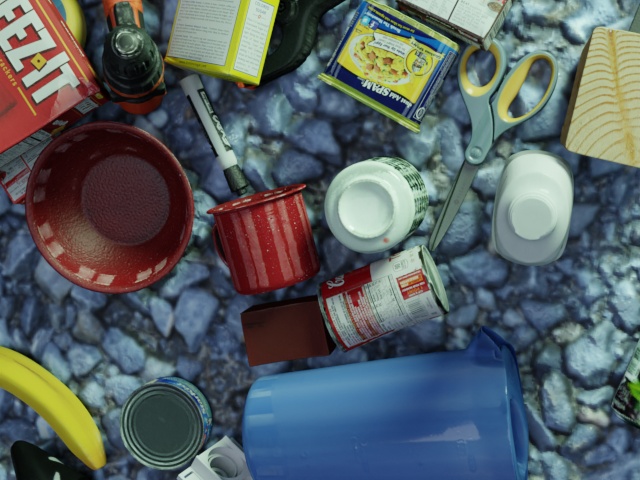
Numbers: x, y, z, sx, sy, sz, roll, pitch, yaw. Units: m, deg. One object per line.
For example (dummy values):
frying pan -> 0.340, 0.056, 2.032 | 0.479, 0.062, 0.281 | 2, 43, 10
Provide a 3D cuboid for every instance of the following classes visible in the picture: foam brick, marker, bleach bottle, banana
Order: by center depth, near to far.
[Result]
bleach bottle -> 0.165, -0.019, 0.834 | 0.068, 0.250, 0.102 | 7, 97, 11
foam brick -> -0.028, 0.082, 0.988 | 0.078, 0.051, 0.053 | -9, 93, 12
marker -> -0.098, -0.098, 1.000 | 0.020, 0.020, 0.121 | -25, 90, 13
banana -> -0.289, 0.154, 1.062 | 0.198, 0.037, 0.070 | 28, 120, 9

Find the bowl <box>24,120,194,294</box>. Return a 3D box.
bowl -> -0.191, -0.034, 1.003 | 0.162, 0.055, 0.162 | 2, 102, 7

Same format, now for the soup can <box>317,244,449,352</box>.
soup can -> 0.057, 0.052, 0.959 | 0.102, 0.068, 0.068 | -22, 91, 13

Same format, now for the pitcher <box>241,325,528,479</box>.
pitcher -> 0.061, 0.175, 0.944 | 0.243, 0.145, 0.149 | -7, 55, 16

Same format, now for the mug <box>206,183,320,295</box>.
mug -> -0.056, 0.001, 0.974 | 0.117, 0.093, 0.081 | -8, 100, 43

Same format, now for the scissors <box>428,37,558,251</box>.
scissors -> 0.129, -0.096, 0.954 | 0.096, 0.016, 0.202 | 41, 102, 7

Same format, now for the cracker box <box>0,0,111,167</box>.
cracker box -> -0.321, -0.141, 0.940 | 0.213, 0.072, 0.164 | -32, 93, -1

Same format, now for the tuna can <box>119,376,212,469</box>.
tuna can -> -0.149, 0.176, 1.032 | 0.086, 0.033, 0.086 | 1, 96, 12

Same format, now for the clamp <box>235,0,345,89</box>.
clamp -> -0.034, -0.219, 0.965 | 0.172, 0.039, 0.120 | -49, 69, 14

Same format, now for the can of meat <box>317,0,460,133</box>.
can of meat -> 0.062, -0.155, 0.942 | 0.102, 0.057, 0.084 | 30, 99, 7

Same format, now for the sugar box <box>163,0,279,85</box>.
sugar box -> -0.076, -0.232, 0.944 | 0.093, 0.048, 0.176 | 18, 93, 40

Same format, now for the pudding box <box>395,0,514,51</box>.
pudding box -> 0.129, -0.235, 0.922 | 0.090, 0.039, 0.113 | 29, 92, 11

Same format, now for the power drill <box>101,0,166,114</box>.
power drill -> -0.176, -0.213, 0.932 | 0.057, 0.184, 0.187 | -9, 85, -9

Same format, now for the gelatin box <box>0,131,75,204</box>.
gelatin box -> -0.288, -0.090, 1.036 | 0.073, 0.030, 0.089 | -35, 88, 12
